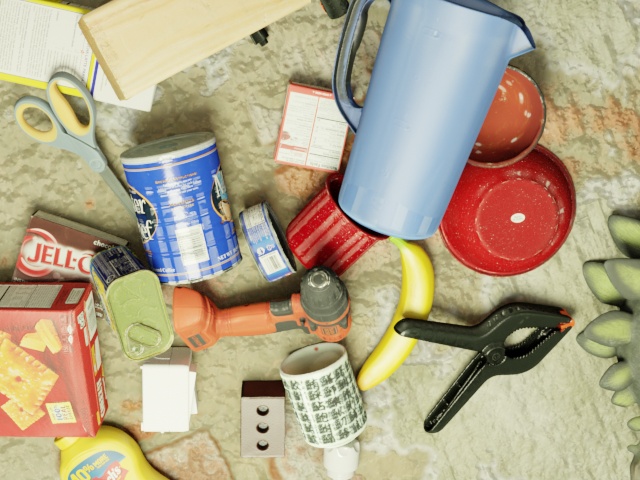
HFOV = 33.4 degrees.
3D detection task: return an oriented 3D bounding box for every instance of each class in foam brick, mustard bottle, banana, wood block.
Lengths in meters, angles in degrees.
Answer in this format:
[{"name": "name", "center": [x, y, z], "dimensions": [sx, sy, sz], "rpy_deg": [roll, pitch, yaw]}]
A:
[{"name": "foam brick", "center": [-0.067, 0.207, 1.238], "dimensions": [0.053, 0.051, 0.078], "rpy_deg": [0, 106, -3]}, {"name": "mustard bottle", "center": [-0.245, 0.274, 1.244], "dimensions": [0.096, 0.058, 0.191], "rpy_deg": [-36, 104, 12]}, {"name": "banana", "center": [0.091, 0.083, 1.218], "dimensions": [0.069, 0.037, 0.198], "rpy_deg": [8, 108, -8]}, {"name": "wood block", "center": [-0.127, -0.225, 1.060], "dimensions": [0.206, 0.091, 0.090], "rpy_deg": [-30, 103, -10]}]

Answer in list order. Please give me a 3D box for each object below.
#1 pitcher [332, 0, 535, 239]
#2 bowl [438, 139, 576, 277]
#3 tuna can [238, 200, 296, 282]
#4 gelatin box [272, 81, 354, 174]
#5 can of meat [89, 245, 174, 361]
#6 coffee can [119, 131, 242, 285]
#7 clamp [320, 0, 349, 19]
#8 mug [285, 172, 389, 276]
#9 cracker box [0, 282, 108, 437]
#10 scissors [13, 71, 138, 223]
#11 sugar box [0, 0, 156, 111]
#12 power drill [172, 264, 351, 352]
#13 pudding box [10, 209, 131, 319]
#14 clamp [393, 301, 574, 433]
[{"name": "pitcher", "center": [0.093, -0.133, 1.065], "dimensions": [0.144, 0.149, 0.243], "rpy_deg": [8, 111, -27]}, {"name": "bowl", "center": [0.212, -0.029, 1.185], "dimensions": [0.162, 0.055, 0.162], "rpy_deg": [-1, 105, -3]}, {"name": "tuna can", "center": [-0.058, 0.001, 1.164], "dimensions": [0.034, 0.086, 0.086], "rpy_deg": [-23, 105, 5]}, {"name": "gelatin box", "center": [-0.008, -0.122, 1.161], "dimensions": [0.073, 0.030, 0.089], "rpy_deg": [10, 105, -7]}, {"name": "can of meat", "center": [-0.204, 0.065, 1.139], "dimensions": [0.057, 0.084, 0.102], "rpy_deg": [-21, 119, -18]}, {"name": "coffee can", "center": [-0.147, -0.035, 1.140], "dimensions": [0.103, 0.103, 0.140], "rpy_deg": [-12, 106, 0]}, {"name": "clamp", "center": [0.001, -0.259, 1.052], "dimensions": [0.039, 0.171, 0.120], "rpy_deg": [-23, 68, 11]}, {"name": "mug", "center": [0.024, -0.011, 1.165], "dimensions": [0.082, 0.117, 0.093], "rpy_deg": [-44, 59, 28]}, {"name": "cracker box", "center": [-0.351, 0.132, 1.169], "dimensions": [0.214, 0.072, 0.164], "rpy_deg": [0, 115, 4]}, {"name": "scissors", "center": [-0.260, -0.088, 1.146], "dimensions": [0.096, 0.016, 0.202], "rpy_deg": [-7, 125, 11]}, {"name": "sugar box", "center": [-0.255, -0.200, 1.119], "dimensions": [0.176, 0.048, 0.093], "rpy_deg": [12, 105, -10]}, {"name": "power drill", "center": [-0.060, 0.075, 1.149], "dimensions": [0.187, 0.184, 0.057], "rpy_deg": [-4, 69, 5]}, {"name": "pudding box", "center": [-0.277, 0.027, 1.183], "dimensions": [0.113, 0.039, 0.090], "rpy_deg": [18, 104, -8]}, {"name": "clamp", "center": [0.193, 0.134, 1.231], "dimensions": [0.210, 0.036, 0.164], "rpy_deg": [-15, 121, -8]}]
